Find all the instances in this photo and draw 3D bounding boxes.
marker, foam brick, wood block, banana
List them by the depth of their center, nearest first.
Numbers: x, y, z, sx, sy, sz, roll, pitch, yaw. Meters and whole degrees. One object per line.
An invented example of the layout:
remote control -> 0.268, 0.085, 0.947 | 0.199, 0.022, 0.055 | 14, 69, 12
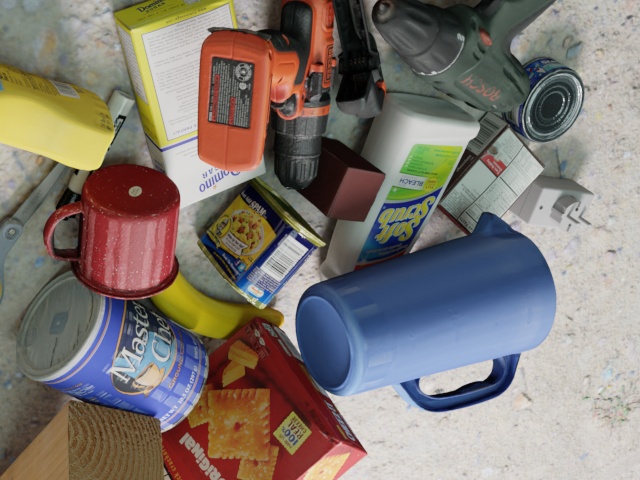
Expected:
marker -> -0.191, -0.070, 0.897 | 0.020, 0.020, 0.121 | 19, 107, -40
wood block -> -0.230, 0.238, 0.958 | 0.090, 0.090, 0.206 | 18, 133, -32
foam brick -> 0.012, -0.059, 0.994 | 0.051, 0.078, 0.053 | 8, 114, -43
banana -> -0.110, 0.056, 1.019 | 0.069, 0.037, 0.197 | -47, 132, 1

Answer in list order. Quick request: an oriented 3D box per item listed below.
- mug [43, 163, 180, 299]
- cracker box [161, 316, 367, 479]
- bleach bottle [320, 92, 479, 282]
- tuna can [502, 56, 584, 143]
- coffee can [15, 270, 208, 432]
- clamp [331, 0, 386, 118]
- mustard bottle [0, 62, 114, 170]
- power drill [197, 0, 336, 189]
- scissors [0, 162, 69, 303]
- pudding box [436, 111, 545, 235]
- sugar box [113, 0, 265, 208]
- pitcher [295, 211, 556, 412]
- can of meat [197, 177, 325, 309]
mug -> -0.172, -0.010, 0.893 | 0.117, 0.093, 0.082 | -3, 128, -20
cracker box -> -0.087, 0.201, 1.015 | 0.214, 0.164, 0.072 | -41, 147, 6
bleach bottle -> 0.066, -0.020, 1.070 | 0.102, 0.068, 0.251 | 2, 120, -37
tuna can -> 0.234, -0.146, 1.117 | 0.086, 0.034, 0.086 | -16, 126, -24
coffee can -> -0.184, 0.101, 0.954 | 0.103, 0.103, 0.140 | -49, 132, 3
clamp -> 0.033, -0.162, 0.926 | 0.039, 0.171, 0.120 | 1, 91, 7
mustard bottle -> -0.252, -0.107, 0.782 | 0.191, 0.096, 0.058 | 17, 108, -39
power drill -> -0.039, -0.114, 0.879 | 0.187, 0.057, 0.184 | -44, 140, -65
scissors -> -0.278, -0.008, 0.883 | 0.096, 0.016, 0.202 | 18, 107, -39
pudding box -> 0.172, -0.065, 1.126 | 0.113, 0.039, 0.090 | -48, 133, 4
sugar box -> -0.107, -0.121, 0.904 | 0.093, 0.048, 0.176 | -24, 132, -20
pitcher -> 0.102, 0.081, 1.035 | 0.242, 0.149, 0.145 | -13, 148, -33
can of meat -> -0.056, 0.001, 0.976 | 0.084, 0.102, 0.057 | -48, 132, 5
